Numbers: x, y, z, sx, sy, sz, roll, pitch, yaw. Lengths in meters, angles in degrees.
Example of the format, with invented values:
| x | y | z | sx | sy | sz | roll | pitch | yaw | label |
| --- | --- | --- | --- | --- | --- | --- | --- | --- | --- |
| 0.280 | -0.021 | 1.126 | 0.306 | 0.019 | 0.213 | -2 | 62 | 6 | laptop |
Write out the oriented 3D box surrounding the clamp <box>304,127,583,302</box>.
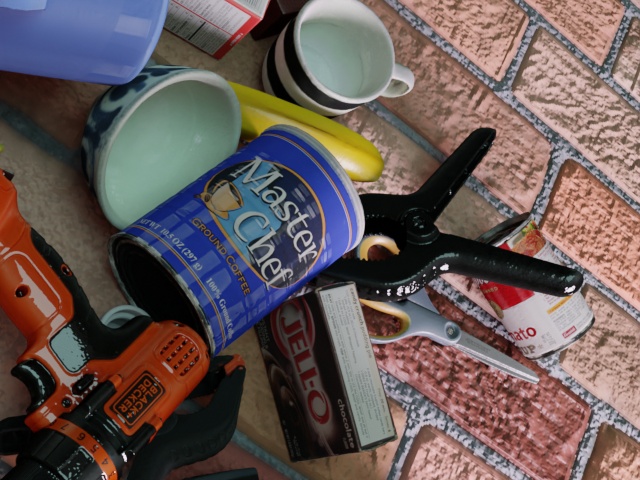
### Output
| x | y | z | sx | sy | sz | roll | pitch | yaw | label |
| --- | --- | --- | --- | --- | --- | --- | --- | --- | --- |
| 0.081 | 0.003 | 0.799 | 0.209 | 0.036 | 0.165 | -20 | 56 | -17 | clamp |

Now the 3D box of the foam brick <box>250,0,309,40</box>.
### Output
| x | y | z | sx | sy | sz | roll | pitch | yaw | label |
| --- | --- | --- | --- | --- | --- | --- | --- | --- | --- |
| -0.022 | -0.197 | 0.833 | 0.078 | 0.051 | 0.053 | -22 | 89 | -33 | foam brick |

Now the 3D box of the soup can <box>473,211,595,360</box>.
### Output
| x | y | z | sx | sy | sz | roll | pitch | yaw | label |
| --- | --- | --- | --- | --- | --- | --- | --- | --- | --- |
| 0.168 | 0.037 | 0.865 | 0.068 | 0.069 | 0.102 | -37 | 96 | -33 | soup can |

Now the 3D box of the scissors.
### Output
| x | y | z | sx | sy | sz | roll | pitch | yaw | label |
| --- | --- | --- | --- | --- | --- | --- | --- | --- | --- |
| 0.095 | 0.053 | 0.848 | 0.201 | 0.016 | 0.096 | 13 | 69 | -27 | scissors |

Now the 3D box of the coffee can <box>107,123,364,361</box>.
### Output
| x | y | z | sx | sy | sz | roll | pitch | yaw | label |
| --- | --- | --- | --- | --- | --- | --- | --- | --- | --- |
| -0.055 | 0.001 | 0.711 | 0.140 | 0.103 | 0.103 | -38 | 96 | -28 | coffee can |

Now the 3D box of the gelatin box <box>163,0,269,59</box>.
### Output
| x | y | z | sx | sy | sz | roll | pitch | yaw | label |
| --- | --- | --- | --- | --- | --- | --- | --- | --- | --- |
| -0.091 | -0.177 | 0.773 | 0.089 | 0.073 | 0.030 | 29 | 62 | -20 | gelatin box |

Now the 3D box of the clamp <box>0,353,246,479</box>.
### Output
| x | y | z | sx | sy | sz | roll | pitch | yaw | label |
| --- | --- | --- | --- | --- | --- | --- | --- | --- | --- |
| -0.105 | 0.127 | 0.669 | 0.171 | 0.039 | 0.120 | -23 | 56 | -33 | clamp |

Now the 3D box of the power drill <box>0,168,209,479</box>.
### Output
| x | y | z | sx | sy | sz | roll | pitch | yaw | label |
| --- | --- | --- | --- | --- | --- | --- | --- | --- | --- |
| -0.174 | 0.064 | 0.599 | 0.187 | 0.057 | 0.184 | 49 | 48 | -7 | power drill |

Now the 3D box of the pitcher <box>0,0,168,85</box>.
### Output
| x | y | z | sx | sy | sz | roll | pitch | yaw | label |
| --- | --- | --- | --- | --- | --- | --- | --- | --- | --- |
| -0.208 | -0.158 | 0.596 | 0.242 | 0.145 | 0.149 | 8 | 61 | -31 | pitcher |

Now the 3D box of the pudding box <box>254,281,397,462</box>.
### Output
| x | y | z | sx | sy | sz | roll | pitch | yaw | label |
| --- | --- | --- | --- | --- | --- | --- | --- | --- | --- |
| 0.001 | 0.092 | 0.737 | 0.039 | 0.090 | 0.113 | -14 | 83 | -34 | pudding box |

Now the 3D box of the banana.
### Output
| x | y | z | sx | sy | sz | roll | pitch | yaw | label |
| --- | --- | --- | --- | --- | --- | --- | --- | --- | --- |
| -0.026 | -0.079 | 0.788 | 0.197 | 0.070 | 0.037 | 21 | 80 | -25 | banana |
